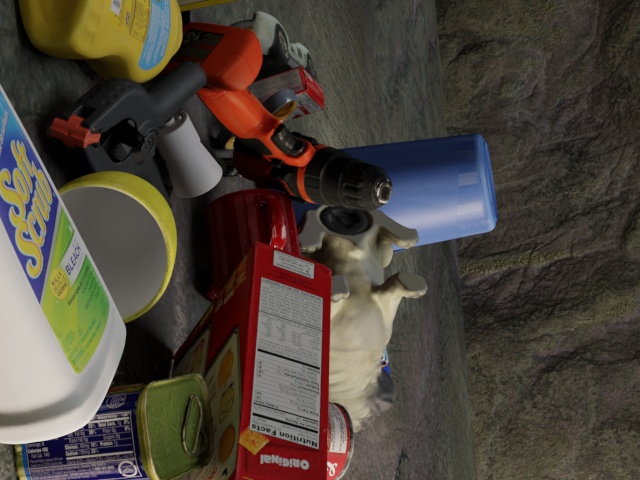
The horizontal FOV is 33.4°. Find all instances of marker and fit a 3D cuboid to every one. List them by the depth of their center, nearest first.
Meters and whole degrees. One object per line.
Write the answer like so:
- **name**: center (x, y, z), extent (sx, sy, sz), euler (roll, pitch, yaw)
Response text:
- **marker**: center (-0.091, -0.069, 1.011), extent (0.121, 0.020, 0.020), euler (-19, 101, -77)

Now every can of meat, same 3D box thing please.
- **can of meat**: center (-0.120, 0.114, 0.630), extent (0.102, 0.084, 0.057), euler (9, 73, -76)

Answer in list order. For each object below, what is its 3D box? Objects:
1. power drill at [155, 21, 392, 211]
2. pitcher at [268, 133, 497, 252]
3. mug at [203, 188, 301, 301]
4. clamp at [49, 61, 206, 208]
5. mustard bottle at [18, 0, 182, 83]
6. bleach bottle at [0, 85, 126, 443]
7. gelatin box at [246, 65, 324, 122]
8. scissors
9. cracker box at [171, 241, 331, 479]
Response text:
- **power drill**: center (-0.042, -0.098, 0.906), extent (0.057, 0.185, 0.187), euler (-56, 134, -18)
- **pitcher**: center (0.071, -0.041, 1.189), extent (0.149, 0.243, 0.145), euler (-47, 127, -74)
- **mug**: center (-0.056, 0.001, 0.938), extent (0.117, 0.093, 0.081), euler (129, -45, -61)
- **clamp**: center (-0.129, -0.082, 0.752), extent (0.171, 0.039, 0.120), euler (19, 84, -77)
- **mustard bottle**: center (-0.143, -0.163, 0.759), extent (0.191, 0.058, 0.096), euler (12, 80, -76)
- **bleach bottle**: center (-0.176, -0.025, 0.531), extent (0.102, 0.068, 0.251), euler (-78, 154, -57)
- **gelatin box**: center (-0.047, -0.144, 1.091), extent (0.073, 0.089, 0.030), euler (28, 46, -73)
- **scissors**: center (-0.071, -0.102, 1.090), extent (0.016, 0.096, 0.202), euler (59, -20, 6)
- **cracker box**: center (-0.055, 0.135, 0.737), extent (0.164, 0.072, 0.213), euler (-52, -152, 44)
